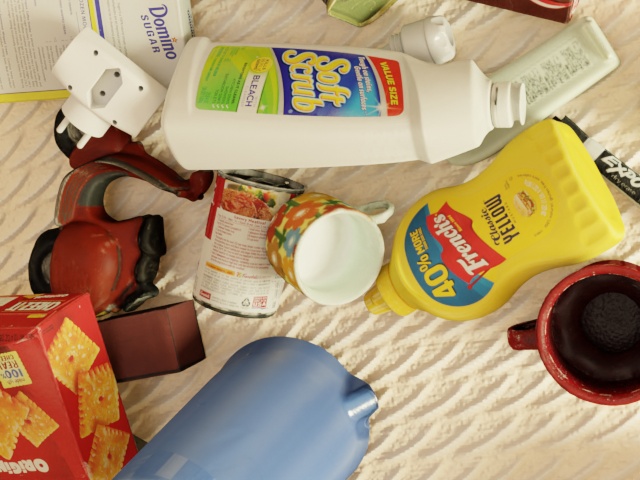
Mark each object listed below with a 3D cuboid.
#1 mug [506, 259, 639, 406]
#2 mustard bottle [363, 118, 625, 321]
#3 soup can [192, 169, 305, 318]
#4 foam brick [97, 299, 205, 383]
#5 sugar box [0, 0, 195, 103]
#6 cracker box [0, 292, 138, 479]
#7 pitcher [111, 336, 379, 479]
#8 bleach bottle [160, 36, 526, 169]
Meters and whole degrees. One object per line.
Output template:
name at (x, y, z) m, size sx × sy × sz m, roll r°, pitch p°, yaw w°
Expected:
mug at (0.186, 0.059, 0.729) m, size 0.117 × 0.081 × 0.093 m, roll -11°, pitch 92°, yaw 19°
mustard bottle at (0.109, 0.002, 0.753) m, size 0.192 × 0.058 × 0.096 m, roll -33°, pitch 73°, yaw 28°
soup can at (-0.055, 0.001, 0.811) m, size 0.068 × 0.068 × 0.102 m, roll 16°, pitch 102°, yaw 16°
foam brick at (-0.140, 0.082, 0.856) m, size 0.078 × 0.053 × 0.051 m, roll -12°, pitch 92°, yaw 18°
sugar box at (-0.186, -0.159, 0.825) m, size 0.176 × 0.048 × 0.093 m, roll -3°, pitch 109°, yaw 5°
cracker box at (-0.234, 0.151, 0.846) m, size 0.164 × 0.072 × 0.214 m, roll -3°, pitch 110°, yaw 29°
pitcher at (-0.070, 0.169, 0.742) m, size 0.145 × 0.242 × 0.149 m, roll 27°, pitch 110°, yaw 12°
bleach bottle at (0.018, -0.099, 0.755) m, size 0.251 × 0.068 × 0.102 m, roll 1°, pitch 54°, yaw 19°
